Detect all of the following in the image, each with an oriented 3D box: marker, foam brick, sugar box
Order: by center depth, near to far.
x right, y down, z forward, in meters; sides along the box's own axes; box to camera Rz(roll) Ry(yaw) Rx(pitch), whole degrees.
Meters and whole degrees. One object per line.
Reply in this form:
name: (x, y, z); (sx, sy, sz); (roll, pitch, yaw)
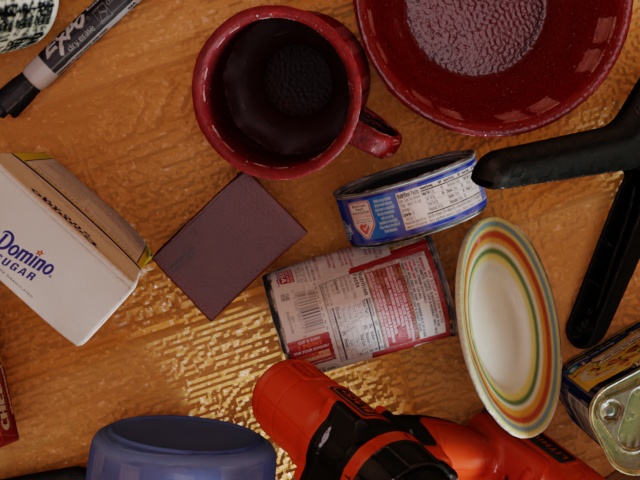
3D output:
sugar box: (-0.139, -0.002, 0.566); (0.093, 0.176, 0.048); (43, 92, -7)
marker: (-0.148, -0.116, 0.632); (0.121, 0.020, 0.020); (-43, 97, 2)
foam brick: (-0.054, 0.001, 0.634); (0.078, 0.051, 0.053); (-42, 96, 1)

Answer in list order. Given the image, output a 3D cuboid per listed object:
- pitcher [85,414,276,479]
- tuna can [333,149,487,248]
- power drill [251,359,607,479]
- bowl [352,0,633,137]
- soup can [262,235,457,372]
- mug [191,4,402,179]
pitcher: (-0.080, 0.231, 0.628); (0.145, 0.149, 0.243); (6, 93, 11)
tuna can: (0.053, -0.024, 0.621); (0.086, 0.086, 0.034); (-18, 99, -2)
power drill: (0.075, 0.129, 0.578); (0.187, 0.185, 0.057); (20, 100, -39)
bowl: (0.096, -0.142, 0.626); (0.162, 0.055, 0.162); (0, 96, -3)
soup can: (0.023, 0.038, 0.635); (0.102, 0.068, 0.068); (-16, 97, -1)
mug: (-0.006, -0.082, 0.603); (0.117, 0.081, 0.093); (27, 108, 4)
